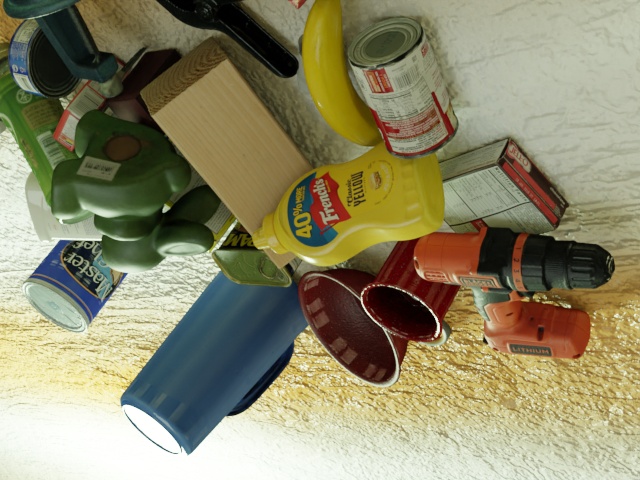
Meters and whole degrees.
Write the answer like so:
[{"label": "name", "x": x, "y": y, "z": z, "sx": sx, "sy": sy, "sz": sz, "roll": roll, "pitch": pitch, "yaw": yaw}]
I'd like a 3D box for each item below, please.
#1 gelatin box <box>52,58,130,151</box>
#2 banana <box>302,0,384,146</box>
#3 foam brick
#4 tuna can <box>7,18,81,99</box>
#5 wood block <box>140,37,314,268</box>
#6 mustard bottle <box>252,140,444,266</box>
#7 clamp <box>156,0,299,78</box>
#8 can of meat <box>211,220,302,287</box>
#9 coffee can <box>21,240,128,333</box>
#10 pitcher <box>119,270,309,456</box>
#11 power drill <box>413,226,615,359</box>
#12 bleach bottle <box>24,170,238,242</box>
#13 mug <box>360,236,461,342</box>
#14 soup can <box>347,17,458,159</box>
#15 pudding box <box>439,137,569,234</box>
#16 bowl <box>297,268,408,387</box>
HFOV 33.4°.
[{"label": "gelatin box", "x": -0.246, "y": -0.148, "z": 1.150, "sx": 0.030, "sy": 0.089, "sz": 0.073, "roll": 37, "pitch": 149, "yaw": -9}, {"label": "banana", "x": 0.021, "y": -0.140, "z": 0.933, "sx": 0.037, "sy": 0.069, "sz": 0.198, "roll": 45, "pitch": 162, "yaw": 39}, {"label": "foam brick", "x": -0.169, "y": -0.150, "z": 1.089, "sx": 0.051, "sy": 0.078, "sz": 0.053, "roll": 0, "pitch": 138, "yaw": 42}, {"label": "tuna can", "x": -0.288, "y": -0.194, "z": 1.127, "sx": 0.034, "sy": 0.086, "sz": 0.086, "roll": 16, "pitch": 145, "yaw": 29}, {"label": "wood block", "x": -0.074, "y": -0.086, "z": 1.051, "sx": 0.206, "sy": 0.091, "sz": 0.090, "roll": 51, "pitch": -178, "yaw": -28}, {"label": "mustard bottle", "x": 0.018, "y": -0.028, "z": 0.989, "sx": 0.192, "sy": 0.096, "sz": 0.058, "roll": -20, "pitch": 150, "yaw": 28}, {"label": "clamp", "x": -0.090, "y": -0.209, "z": 0.970, "sx": 0.172, "sy": 0.039, "sz": 0.120, "roll": 23, "pitch": 144, "yaw": 29}, {"label": "can of meat", "x": -0.058, "y": 0.001, "z": 1.193, "sx": 0.102, "sy": 0.083, "sz": 0.057, "roll": 1, "pitch": 137, "yaw": 42}, {"label": "coffee can", "x": -0.315, "y": 0.038, "z": 1.424, "sx": 0.103, "sy": 0.140, "sz": 0.103, "roll": 24, "pitch": 148, "yaw": 16}, {"label": "pitcher", "x": -0.124, "y": 0.147, "z": 1.303, "sx": 0.149, "sy": 0.242, "sz": 0.145, "roll": 41, "pitch": 152, "yaw": -1}, {"label": "power drill", "x": 0.200, "y": 0.050, "z": 1.012, "sx": 0.185, "sy": 0.057, "sz": 0.187, "roll": 5, "pitch": 152, "yaw": 31}, {"label": "bleach bottle", "x": -0.215, "y": -0.038, "z": 1.258, "sx": 0.251, "sy": 0.068, "sz": 0.102, "roll": 5, "pitch": 133, "yaw": 11}, {"label": "mug", "x": 0.105, "y": 0.054, "z": 1.120, "sx": 0.093, "sy": 0.081, "sz": 0.117, "roll": 8, "pitch": 141, "yaw": 35}, {"label": "soup can", "x": 0.071, "y": -0.129, "z": 0.907, "sx": 0.069, "sy": 0.068, "sz": 0.102, "roll": 7, "pitch": 140, "yaw": 36}, {"label": "pudding box", "x": 0.157, "y": -0.040, "z": 0.983, "sx": 0.090, "sy": 0.039, "sz": 0.114, "roll": 45, "pitch": 145, "yaw": -20}, {"label": "bowl", "x": 0.048, "y": 0.088, "z": 1.223, "sx": 0.162, "sy": 0.055, "sz": 0.162, "roll": 37, "pitch": 149, "yaw": 27}]
